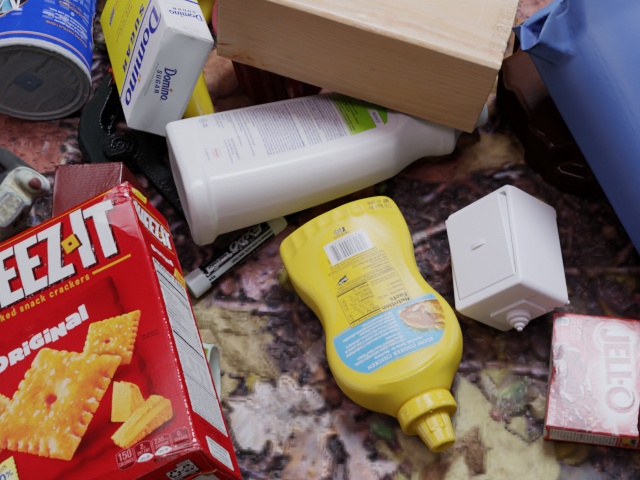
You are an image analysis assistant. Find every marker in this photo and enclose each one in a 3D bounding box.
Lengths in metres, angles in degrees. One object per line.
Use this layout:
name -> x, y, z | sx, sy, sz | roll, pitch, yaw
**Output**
marker -> -0.055, 0.001, 0.838 | 0.121, 0.020, 0.020 | -38, 62, -13

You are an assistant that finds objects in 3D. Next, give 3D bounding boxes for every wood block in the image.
wood block -> 0.034, -0.167, 0.795 | 0.206, 0.091, 0.090 | 17, 65, 3

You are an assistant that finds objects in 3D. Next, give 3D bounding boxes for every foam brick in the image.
foam brick -> -0.165, -0.022, 0.805 | 0.053, 0.078, 0.051 | -1, 73, 6

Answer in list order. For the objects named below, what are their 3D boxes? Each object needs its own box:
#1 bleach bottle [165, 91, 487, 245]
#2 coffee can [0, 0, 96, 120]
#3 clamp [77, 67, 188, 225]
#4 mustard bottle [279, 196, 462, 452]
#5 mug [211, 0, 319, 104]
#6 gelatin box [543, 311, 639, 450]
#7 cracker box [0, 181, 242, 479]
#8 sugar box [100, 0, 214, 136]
bleach bottle -> 0.012, -0.072, 0.830 | 0.250, 0.068, 0.102 | -13, 47, -10
coffee can -> -0.248, -0.191, 0.932 | 0.103, 0.103, 0.140 | -6, 59, 6
clamp -> -0.152, -0.067, 0.883 | 0.120, 0.039, 0.171 | 0, 67, 2
mustard bottle -> 0.047, 0.064, 0.762 | 0.096, 0.058, 0.192 | -24, 59, -4
mug -> -0.033, -0.157, 0.889 | 0.093, 0.081, 0.117 | -21, 59, -3
gelatin box -> 0.194, 0.096, 0.735 | 0.073, 0.030, 0.089 | 5, 62, 12
cracker box -> -0.161, 0.087, 0.690 | 0.164, 0.072, 0.214 | -25, 55, 6
sugar box -> -0.139, -0.172, 0.876 | 0.048, 0.093, 0.176 | 13, 32, -26
